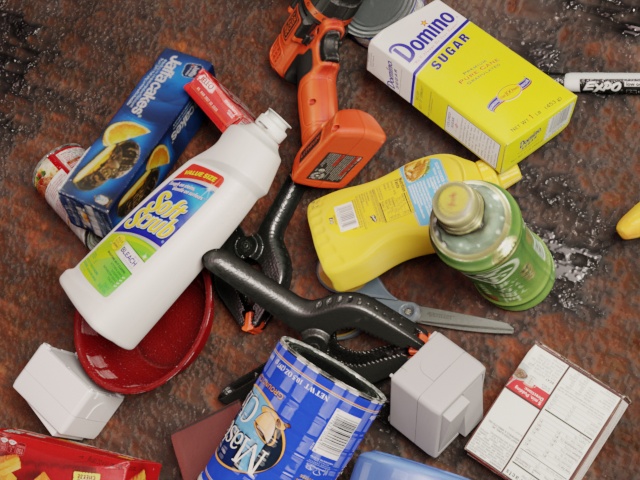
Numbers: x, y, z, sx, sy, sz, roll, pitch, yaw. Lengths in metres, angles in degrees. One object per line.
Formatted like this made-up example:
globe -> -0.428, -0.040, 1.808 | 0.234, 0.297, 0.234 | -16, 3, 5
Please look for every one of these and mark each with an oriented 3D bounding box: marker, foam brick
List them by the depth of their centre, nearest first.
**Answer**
marker -> 0.251, -0.141, 0.951 | 0.121, 0.020, 0.020 | 5, 77, 24
foam brick -> -0.088, 0.188, 0.982 | 0.078, 0.053, 0.051 | -28, 67, 14

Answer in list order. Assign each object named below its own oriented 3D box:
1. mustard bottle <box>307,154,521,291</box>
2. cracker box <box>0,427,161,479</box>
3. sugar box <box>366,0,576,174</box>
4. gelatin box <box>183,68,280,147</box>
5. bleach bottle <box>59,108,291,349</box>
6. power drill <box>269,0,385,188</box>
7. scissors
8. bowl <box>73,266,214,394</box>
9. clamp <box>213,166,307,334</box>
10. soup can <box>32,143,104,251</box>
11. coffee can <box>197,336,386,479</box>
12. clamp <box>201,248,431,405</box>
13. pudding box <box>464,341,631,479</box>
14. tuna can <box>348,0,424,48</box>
mustard bottle -> 0.087, -0.028, 0.958 | 0.192, 0.058, 0.096 | -22, 44, 8
cracker box -> -0.257, 0.298, 1.010 | 0.164, 0.072, 0.213 | 8, 79, 25
sugar box -> 0.133, -0.144, 0.964 | 0.093, 0.048, 0.176 | -34, 61, -24
gelatin box -> -0.085, -0.122, 1.047 | 0.030, 0.089, 0.073 | -43, 64, 6
bleach bottle -> -0.125, -0.023, 0.981 | 0.251, 0.068, 0.103 | -48, 44, 1
power drill -> 0.013, -0.157, 0.977 | 0.185, 0.057, 0.187 | 131, 139, -53
scissors -> 0.074, 0.048, 0.974 | 0.202, 0.016, 0.096 | -8, 72, 20
bowl -> -0.160, 0.075, 1.035 | 0.162, 0.055, 0.162 | -11, 66, 26
clamp -> -0.057, 0.001, 1.029 | 0.120, 0.039, 0.171 | -16, 76, 23
soup can -> -0.241, -0.044, 1.102 | 0.068, 0.068, 0.102 | -48, 64, 4
coffee can -> -0.024, 0.166, 0.890 | 0.103, 0.102, 0.140 | 32, 93, 27
clamp -> -0.007, 0.094, 0.960 | 0.210, 0.036, 0.165 | 9, 121, 9
pudding box -> 0.187, 0.153, 0.885 | 0.090, 0.039, 0.113 | 33, 91, 26
tuna can -> 0.058, -0.232, 1.049 | 0.086, 0.033, 0.086 | -6, 73, 21
